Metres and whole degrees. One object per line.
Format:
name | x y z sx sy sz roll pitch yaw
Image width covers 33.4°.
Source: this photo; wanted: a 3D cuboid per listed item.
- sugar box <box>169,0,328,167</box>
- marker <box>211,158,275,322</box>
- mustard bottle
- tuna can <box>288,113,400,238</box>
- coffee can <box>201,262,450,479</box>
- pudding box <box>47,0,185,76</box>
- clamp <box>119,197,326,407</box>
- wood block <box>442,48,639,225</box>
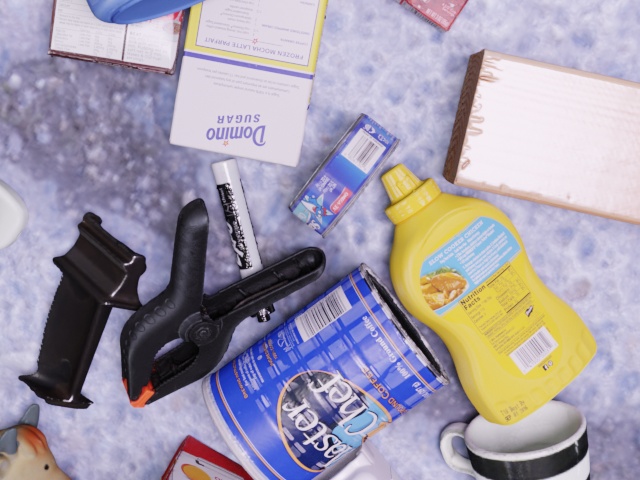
sugar box | -0.044 -0.146 0.738 0.093 0.048 0.176 11 102 0
marker | -0.055 0.001 0.771 0.020 0.020 0.121 -13 97 4
mustard bottle | 0.104 0.028 0.748 0.096 0.058 0.191 -37 95 -13
tuna can | 0.016 -0.045 0.729 0.034 0.086 0.086 38 98 -2
coffee can | 0.003 0.097 0.741 0.140 0.103 0.103 -37 96 6
pudding box | -0.136 -0.176 0.732 0.090 0.039 0.113 8 97 -10
clamp | -0.075 0.050 0.740 0.120 0.039 0.172 17 122 -30
wood block | 0.195 -0.061 0.719 0.206 0.090 0.091 13 97 0
